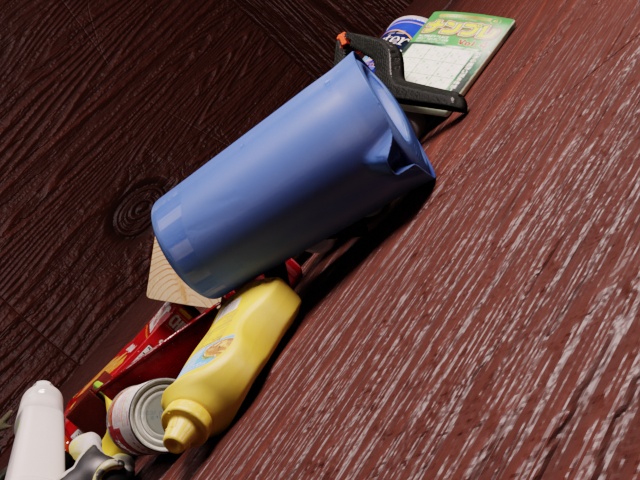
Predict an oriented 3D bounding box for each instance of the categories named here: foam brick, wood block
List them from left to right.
[{"bbox_3d":[-0.246,0.202,1.246,0.053,0.078,0.051,-44,10,21],"label":"foam brick"},{"bbox_3d":[-0.155,0.030,1.356,0.206,0.090,0.091,-47,-35,-89],"label":"wood block"}]

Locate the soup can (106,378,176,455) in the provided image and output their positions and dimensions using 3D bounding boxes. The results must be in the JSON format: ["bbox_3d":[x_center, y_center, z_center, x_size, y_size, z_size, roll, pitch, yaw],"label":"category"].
[{"bbox_3d":[-0.154,0.163,0.982,0.068,0.068,0.102,-50,9,-23],"label":"soup can"}]

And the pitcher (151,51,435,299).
[{"bbox_3d":[-0.029,-0.056,0.971,0.243,0.145,0.149,-32,-14,13],"label":"pitcher"}]

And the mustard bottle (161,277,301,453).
[{"bbox_3d":[-0.085,0.111,0.903,0.096,0.058,0.191,-35,13,34],"label":"mustard bottle"}]

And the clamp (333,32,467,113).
[{"bbox_3d":[0.069,-0.157,1.142,0.165,0.036,0.210,-37,50,29],"label":"clamp"}]

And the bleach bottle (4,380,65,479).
[{"bbox_3d":[-0.318,0.233,1.198,0.251,0.068,0.103,-110,36,-61],"label":"bleach bottle"}]

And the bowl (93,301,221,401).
[{"bbox_3d":[-0.156,0.132,1.117,0.162,0.055,0.162,-35,0,0],"label":"bowl"}]

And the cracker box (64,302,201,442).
[{"bbox_3d":[-0.234,0.168,1.366,0.213,0.072,0.164,-47,8,-5],"label":"cracker box"}]
